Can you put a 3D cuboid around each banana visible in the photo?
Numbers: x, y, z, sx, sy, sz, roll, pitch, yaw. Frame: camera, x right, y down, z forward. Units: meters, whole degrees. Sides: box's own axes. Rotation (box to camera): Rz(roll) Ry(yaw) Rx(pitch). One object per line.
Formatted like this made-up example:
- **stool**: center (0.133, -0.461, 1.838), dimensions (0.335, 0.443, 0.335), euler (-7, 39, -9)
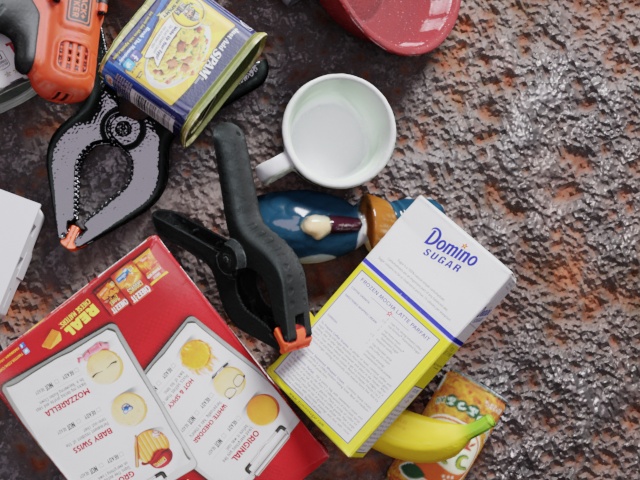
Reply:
- **banana**: center (0.036, 0.117, 0.823), dimensions (0.198, 0.037, 0.069), euler (30, 89, 20)

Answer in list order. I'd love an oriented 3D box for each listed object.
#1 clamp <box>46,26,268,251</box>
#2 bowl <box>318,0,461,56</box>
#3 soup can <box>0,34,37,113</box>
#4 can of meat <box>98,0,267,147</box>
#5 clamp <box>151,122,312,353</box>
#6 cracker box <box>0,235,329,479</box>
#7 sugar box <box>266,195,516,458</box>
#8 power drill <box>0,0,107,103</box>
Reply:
- **clamp**: center (-0.142, -0.086, 0.832), dimensions (0.164, 0.036, 0.210), euler (18, 83, -5)
- **bowl**: center (0.039, -0.216, 0.822), dimensions (0.161, 0.055, 0.162), euler (7, 80, -43)
- **soup can**: center (-0.257, -0.152, 0.805), dimensions (0.068, 0.068, 0.102), euler (-30, 92, -6)
- **can of meat**: center (-0.104, -0.136, 0.796), dimensions (0.084, 0.057, 0.102), euler (36, 77, 0)
- **clamp**: center (-0.055, 0.001, 0.783), dimensions (0.039, 0.120, 0.171), euler (-20, 60, -43)
- **cracker box**: center (-0.124, 0.128, 0.813), dimensions (0.164, 0.072, 0.213), euler (-38, 94, -4)
- **sugar box**: center (0.052, 0.064, 0.784), dimensions (0.093, 0.048, 0.176), euler (43, 91, 20)
- **power drill**: center (-0.239, -0.201, 0.753), dimensions (0.187, 0.057, 0.184), euler (11, 71, -29)
